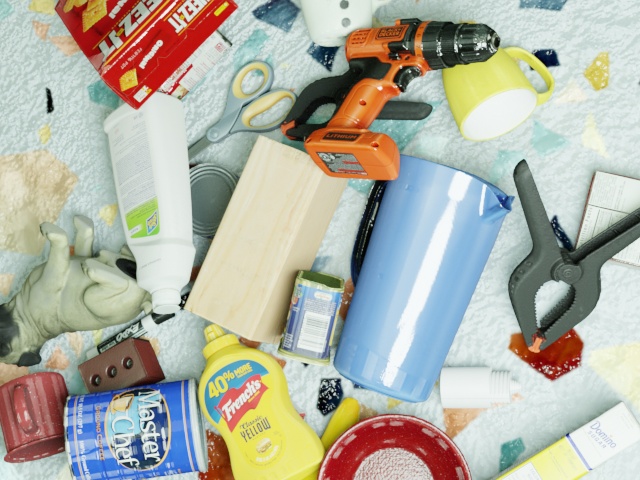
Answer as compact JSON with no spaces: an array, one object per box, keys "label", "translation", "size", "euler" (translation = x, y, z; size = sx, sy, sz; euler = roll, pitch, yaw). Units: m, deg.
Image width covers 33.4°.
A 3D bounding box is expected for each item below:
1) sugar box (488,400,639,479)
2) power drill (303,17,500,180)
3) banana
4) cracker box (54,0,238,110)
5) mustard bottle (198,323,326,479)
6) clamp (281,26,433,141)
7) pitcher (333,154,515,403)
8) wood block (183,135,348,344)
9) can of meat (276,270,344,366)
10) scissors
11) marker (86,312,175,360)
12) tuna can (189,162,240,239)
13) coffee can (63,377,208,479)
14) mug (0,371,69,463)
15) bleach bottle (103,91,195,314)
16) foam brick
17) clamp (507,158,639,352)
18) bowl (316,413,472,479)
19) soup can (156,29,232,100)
[{"label":"sugar box","translation":[0.237,0.222,1.059],"size":[0.176,0.093,0.048],"euler":[-32,75,10]},{"label":"power drill","translation":[0.078,-0.149,1.098],"size":[0.185,0.057,0.187],"euler":[4,56,41]},{"label":"banana","translation":[-0.023,0.253,1.156],"size":[0.198,0.037,0.069],"euler":[-38,86,6]},{"label":"cracker box","translation":[-0.209,-0.270,1.230],"size":[0.164,0.072,0.214],"euler":[-45,42,5]},{"label":"mustard bottle","translation":[-0.076,0.174,1.143],"size":[0.096,0.058,0.192],"euler":[-32,70,8]},{"label":"clamp","translation":[0.033,-0.169,1.210],"size":[0.171,0.039,0.120],"euler":[-17,66,10]},{"label":"pitcher","translation":[0.095,0.037,1.121],"size":[0.145,0.149,0.243],"euler":[20,91,3]},{"label":"wood block","translation":[-0.058,0.001,1.181],"size":[0.090,0.090,0.206],"euler":[23,89,19]},{"label":"can of meat","translation":[-0.008,0.080,1.140],"size":[0.057,0.102,0.084],"euler":[13,96,0]},{"label":"scissors","translation":[-0.122,-0.145,1.262],"size":[0.202,0.016,0.096],"euler":[-19,75,13]},{"label":"marker","translation":[-0.220,0.108,1.250],"size":[0.121,0.020,0.020],"euler":[-31,74,10]},{"label":"tuna can","translation":[-0.125,-0.045,1.238],"size":[0.086,0.033,0.086],"euler":[-3,81,16]},{"label":"coffee can","translation":[-0.199,0.210,1.165],"size":[0.140,0.103,0.103],"euler":[-8,79,-3]},{"label":"mug","translation":[-0.328,0.199,1.220],"size":[0.093,0.117,0.081],"euler":[-19,71,-3]},{"label":"bleach bottle","translation":[-0.189,-0.037,1.204],"size":[0.103,0.067,0.251],"euler":[-27,62,39]},{"label":"foam brick","translation":[-0.229,0.152,1.228],"size":[0.078,0.051,0.053],"euler":[-29,74,10]},{"label":"clamp","translation":[0.236,0.017,1.067],"size":[0.164,0.036,0.210],"euler":[18,118,-9]},{"label":"bowl","translation":[0.076,0.261,1.111],"size":[0.162,0.055,0.162],"euler":[-1,81,3]},{"label":"soup can","translation":[-0.161,-0.218,1.257],"size":[0.102,0.068,0.068],"euler":[-45,73,5]}]
